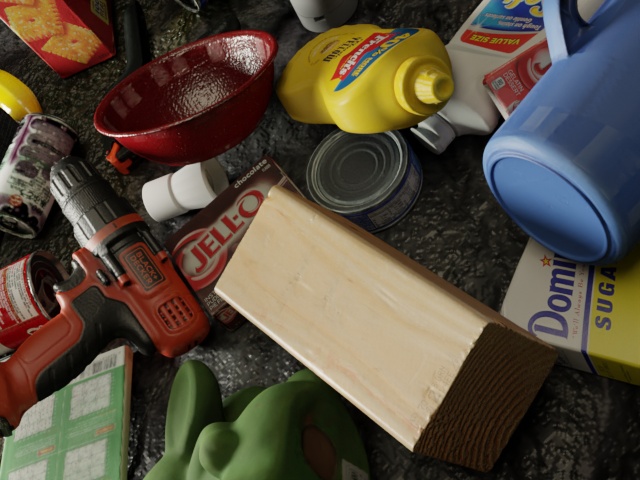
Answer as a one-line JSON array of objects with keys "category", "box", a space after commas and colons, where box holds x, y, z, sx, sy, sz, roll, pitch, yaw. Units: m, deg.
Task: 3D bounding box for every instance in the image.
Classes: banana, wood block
[{"category": "banana", "box": [-0.347, -0.142, 1.056, 0.198, 0.037, 0.069, 0, 80, 27]}, {"category": "wood block", "box": [0.037, 0.052, 0.696, 0.206, 0.090, 0.090, 34, 96, 43]}]

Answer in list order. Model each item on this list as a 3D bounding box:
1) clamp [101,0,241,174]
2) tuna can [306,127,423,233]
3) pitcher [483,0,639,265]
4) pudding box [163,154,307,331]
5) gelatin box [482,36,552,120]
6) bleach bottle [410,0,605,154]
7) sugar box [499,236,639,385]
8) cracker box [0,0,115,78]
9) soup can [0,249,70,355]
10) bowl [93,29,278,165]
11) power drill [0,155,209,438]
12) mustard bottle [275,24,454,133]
[{"category": "clamp", "box": [-0.157, -0.144, 0.959, 0.120, 0.039, 0.171, 21, 73, 31]}, {"category": "tuna can", "box": [0.033, -0.049, 0.818, 0.086, 0.033, 0.086, -12, 58, 19]}, {"category": "pitcher", "box": [0.208, -0.109, 0.674, 0.149, 0.145, 0.242, 33, 70, 32]}, {"category": "pudding box", "box": [-0.055, 0.001, 0.828, 0.113, 0.039, 0.090, -40, 53, 0]}, {"category": "gelatin box", "box": [0.168, -0.097, 0.753, 0.073, 0.030, 0.089, -32, 94, 5]}, {"category": "bleach bottle", "box": [0.168, -0.161, 0.801, 0.251, 0.068, 0.103, -47, 53, -3]}, {"category": "sugar box", "box": [0.208, 0.044, 0.673, 0.176, 0.048, 0.093, 13, 69, 30]}, {"category": "cracker box", "box": [-0.275, -0.280, 0.986, 0.072, 0.213, 0.164, -20, 56, 14]}, {"category": "soup can", "box": [-0.261, 0.058, 0.877, 0.102, 0.068, 0.068, -23, 55, 13]}, {"category": "bowl", "box": [-0.100, -0.109, 0.868, 0.162, 0.055, 0.162, -18, 30, 11]}, {"category": "power drill", "box": [-0.203, 0.043, 0.803, 0.187, 0.057, 0.184, -34, 75, -18]}, {"category": "mustard bottle", "box": [0.042, -0.120, 0.789, 0.096, 0.058, 0.192, -37, 24, -13]}]
